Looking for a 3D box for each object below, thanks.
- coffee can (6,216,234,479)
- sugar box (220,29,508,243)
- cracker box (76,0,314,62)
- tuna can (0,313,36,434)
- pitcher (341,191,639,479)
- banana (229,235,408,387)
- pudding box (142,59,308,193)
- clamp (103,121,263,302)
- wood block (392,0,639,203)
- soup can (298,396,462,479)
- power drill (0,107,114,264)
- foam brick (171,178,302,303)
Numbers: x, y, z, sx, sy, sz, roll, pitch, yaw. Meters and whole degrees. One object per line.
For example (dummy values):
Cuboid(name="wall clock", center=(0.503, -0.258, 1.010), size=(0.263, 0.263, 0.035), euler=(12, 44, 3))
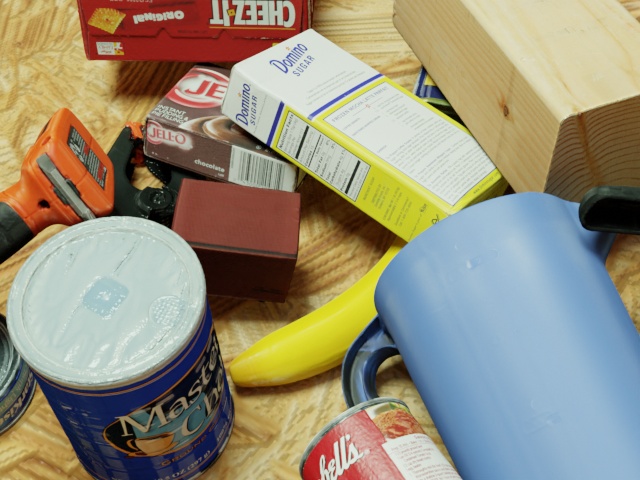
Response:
Cuboid(name="coffee can", center=(-0.107, 0.068, 0.601), size=(0.103, 0.140, 0.103), euler=(-2, 54, 2))
Cuboid(name="sugar box", center=(0.031, -0.067, 0.698), size=(0.176, 0.048, 0.093), euler=(34, 40, 18))
Cuboid(name="cracker box", center=(-0.083, -0.222, 0.826), size=(0.164, 0.072, 0.213), euler=(1, 41, 4))
Cuboid(name="tuna can", center=(-0.223, 0.083, 0.664), size=(0.086, 0.034, 0.086), euler=(-2, 54, 2))
Cuboid(name="pitcher", center=(0.121, 0.109, 0.576), size=(0.144, 0.149, 0.243), euler=(-5, 55, -26))
Cuboid(name="banana", center=(0.028, 0.034, 0.685), size=(0.070, 0.037, 0.197), euler=(17, 52, 42))
Cuboid(name="pudding box", center=(-0.054, -0.078, 0.746), size=(0.113, 0.039, 0.090), euler=(20, 40, 9))
Cuboid(name="clamp", center=(-0.099, -0.014, 0.724), size=(0.120, 0.039, 0.171), euler=(2, 51, -16))
Cuboid(name="wood block", center=(0.130, -0.122, 0.681), size=(0.090, 0.091, 0.206), euler=(-17, 52, -14))
Cuboid(name="soup can", center=(0.043, 0.138, 0.531), size=(0.068, 0.068, 0.102), euler=(-26, 51, -14))
Cuboid(name="power drill", center=(-0.213, -0.002, 0.645), size=(0.187, 0.057, 0.184), euler=(-36, 23, 2))
Cuboid(name="foam brick", center=(-0.054, 0.001, 0.664), size=(0.078, 0.053, 0.051), euler=(7, 53, -7))
